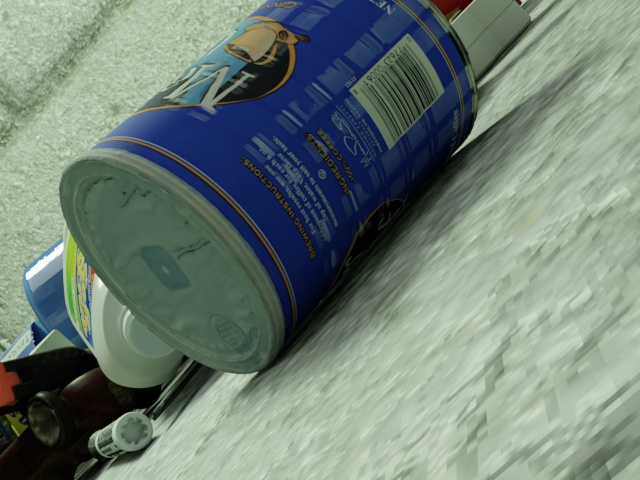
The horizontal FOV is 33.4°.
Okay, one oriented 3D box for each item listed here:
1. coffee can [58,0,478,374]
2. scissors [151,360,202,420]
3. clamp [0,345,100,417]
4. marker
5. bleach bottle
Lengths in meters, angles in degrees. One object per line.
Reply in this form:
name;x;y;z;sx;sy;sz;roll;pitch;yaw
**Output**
coffee can;-0.017;-0.032;0.422;0.140;0.103;0.103;-47;4;-31
scissors;-0.043;0.039;0.612;0.096;0.016;0.201;-45;4;9
clamp;-0.198;0.103;0.760;0.120;0.039;0.171;-32;-13;14
marker;-0.110;0.108;0.580;0.020;0.020;0.121;-47;4;-23
bleach bottle;-0.119;0.028;0.664;0.068;0.102;0.251;0;4;-17
